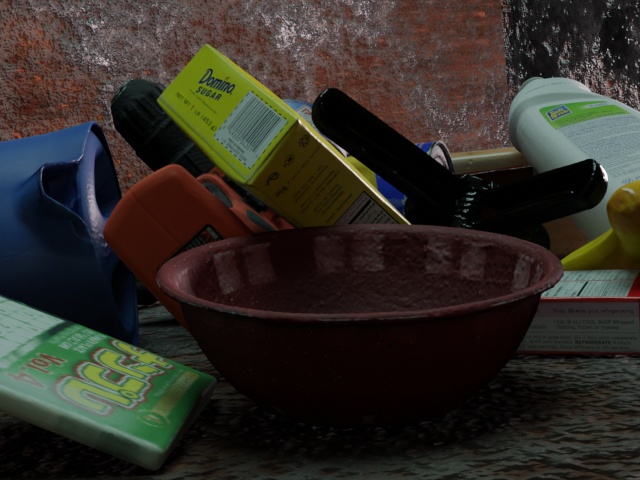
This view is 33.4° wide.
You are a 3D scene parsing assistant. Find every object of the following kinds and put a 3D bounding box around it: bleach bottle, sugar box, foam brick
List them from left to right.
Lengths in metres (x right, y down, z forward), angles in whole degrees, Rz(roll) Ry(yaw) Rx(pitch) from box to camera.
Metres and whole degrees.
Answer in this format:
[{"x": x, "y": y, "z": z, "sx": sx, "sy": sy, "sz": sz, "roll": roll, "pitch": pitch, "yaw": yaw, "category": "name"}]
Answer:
[{"x": 0.001, "y": -0.025, "z": 0.567, "sx": 0.176, "sy": 0.048, "sz": 0.093, "roll": 35, "pitch": 7, "yaw": -48, "category": "sugar box"}, {"x": 0.130, "y": -0.014, "z": 0.781, "sx": 0.053, "sy": 0.078, "sz": 0.051, "roll": -8, "pitch": 5, "yaw": 2, "category": "foam brick"}, {"x": 0.203, "y": -0.061, "z": 0.755, "sx": 0.102, "sy": 0.068, "sz": 0.251, "roll": -8, "pitch": 30, "yaw": -7, "category": "bleach bottle"}]

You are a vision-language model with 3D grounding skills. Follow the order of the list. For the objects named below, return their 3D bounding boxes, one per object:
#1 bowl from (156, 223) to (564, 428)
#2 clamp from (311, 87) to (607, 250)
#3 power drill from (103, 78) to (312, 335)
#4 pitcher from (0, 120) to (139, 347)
[{"x": 0.016, "y": 0.034, "z": 0.434, "sx": 0.162, "sy": 0.055, "sz": 0.162, "roll": -2, "pitch": 11, "yaw": 0, "category": "bowl"}, {"x": 0.081, "y": -0.023, "z": 0.643, "sx": 0.165, "sy": 0.036, "sz": 0.210, "roll": 21, "pitch": -14, "yaw": 14, "category": "clamp"}, {"x": -0.059, "y": -0.014, "z": 0.587, "sx": 0.057, "sy": 0.184, "sz": 0.187, "roll": -44, "pitch": 6, "yaw": 11, "category": "power drill"}, {"x": -0.226, "y": 0.022, "z": 0.598, "sx": 0.243, "sy": 0.149, "sz": 0.145, "roll": -9, "pitch": 24, "yaw": -2, "category": "pitcher"}]
